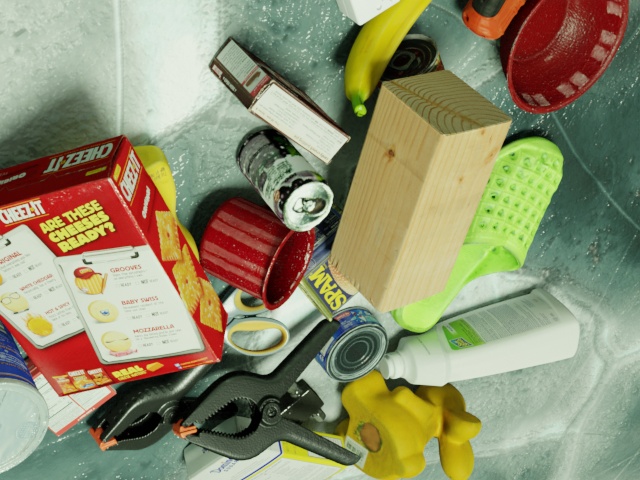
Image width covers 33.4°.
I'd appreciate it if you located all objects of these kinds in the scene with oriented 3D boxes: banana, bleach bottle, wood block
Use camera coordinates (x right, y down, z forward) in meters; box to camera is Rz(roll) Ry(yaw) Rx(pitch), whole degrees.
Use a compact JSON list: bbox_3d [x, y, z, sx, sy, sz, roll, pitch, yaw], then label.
[{"bbox_3d":[0.074,-0.201,0.991,0.037,0.070,0.198,33,86,-41],"label":"banana"},{"bbox_3d":[0.186,0.125,1.305,0.250,0.103,0.068,-10,119,-21],"label":"bleach bottle"},{"bbox_3d":[0.089,-0.044,1.008,0.090,0.091,0.206,-16,137,-36],"label":"wood block"}]

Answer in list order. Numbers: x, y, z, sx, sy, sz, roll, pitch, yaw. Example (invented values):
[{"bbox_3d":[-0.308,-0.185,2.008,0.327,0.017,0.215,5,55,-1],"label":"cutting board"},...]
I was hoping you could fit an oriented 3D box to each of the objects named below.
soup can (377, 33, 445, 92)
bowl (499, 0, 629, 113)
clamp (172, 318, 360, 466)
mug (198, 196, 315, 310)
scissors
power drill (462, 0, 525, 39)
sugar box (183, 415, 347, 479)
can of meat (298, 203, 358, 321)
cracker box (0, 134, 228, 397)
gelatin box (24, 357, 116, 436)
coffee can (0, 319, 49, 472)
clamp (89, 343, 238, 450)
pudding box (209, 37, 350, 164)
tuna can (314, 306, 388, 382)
[{"bbox_3d":[0.096,-0.143,1.050,0.068,0.069,0.102,-36,136,-7],"label":"soup can"},{"bbox_3d":[0.239,-0.214,1.099,0.161,0.055,0.162,-23,136,-24],"label":"bowl"},{"bbox_3d":[-0.052,0.189,1.143,0.209,0.036,0.164,-17,94,-24],"label":"clamp"},{"bbox_3d":[-0.057,0.001,1.032,0.117,0.082,0.093,-51,155,-36],"label":"mug"},{"bbox_3d":[-0.121,0.072,1.094,0.201,0.016,0.096,11,94,-24],"label":"scissors"},{"bbox_3d":[0.182,-0.282,0.960,0.184,0.057,0.187,-61,164,5],"label":"power drill"},{"bbox_3d":[-0.061,0.250,1.234,0.176,0.048,0.093,23,131,-41],"label":"sugar box"},{"bbox_3d":[0.011,0.023,1.124,0.084,0.057,0.102,-41,136,-5],"label":"can of meat"},{"bbox_3d":[-0.196,0.028,0.911,0.164,0.072,0.213,-14,127,15],"label":"cracker box"},{"bbox_3d":[-0.256,0.142,1.048,0.073,0.030,0.089,-37,135,-4],"label":"gelatin box"},{"bbox_3d":[-0.305,0.120,0.918,0.102,0.140,0.103,-18,130,-23],"label":"coffee can"},{"bbox_3d":[-0.159,0.180,1.137,0.171,0.039,0.120,-29,129,-17],"label":"clamp"},{"bbox_3d":[-0.036,-0.124,0.957,0.113,0.090,0.039,29,104,-44],"label":"pudding box"},{"bbox_3d":[0.035,0.121,1.229,0.086,0.034,0.086,-18,130,-23],"label":"tuna can"}]
